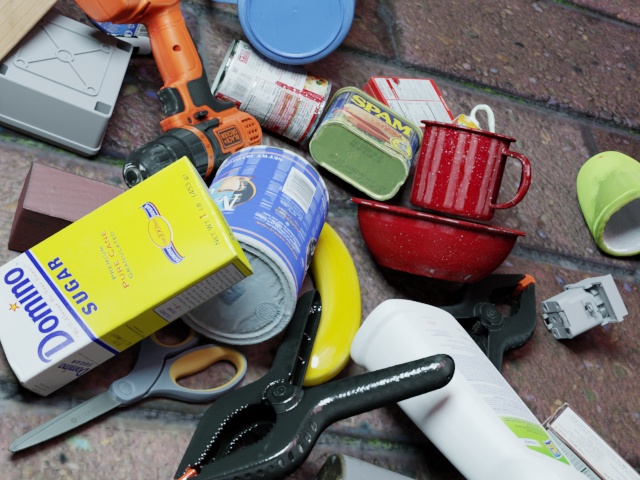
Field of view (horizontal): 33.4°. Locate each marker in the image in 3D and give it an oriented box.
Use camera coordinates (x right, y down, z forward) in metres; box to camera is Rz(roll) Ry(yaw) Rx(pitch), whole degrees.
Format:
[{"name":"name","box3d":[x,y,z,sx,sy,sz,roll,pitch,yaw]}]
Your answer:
[{"name":"marker","box3d":[-0.193,-0.188,1.018,0.120,0.020,0.020,-3,54,-34]}]

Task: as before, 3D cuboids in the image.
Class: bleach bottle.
[{"name":"bleach bottle","box3d":[0.126,0.148,0.799,0.102,0.068,0.251,14,26,-42]}]

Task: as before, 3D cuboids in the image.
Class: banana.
[{"name":"banana","box3d":[0.003,0.052,0.908,0.069,0.037,0.197,22,43,-13]}]

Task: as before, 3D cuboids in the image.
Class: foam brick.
[{"name":"foam brick","box3d":[-0.197,-0.018,0.836,0.078,0.053,0.051,18,45,-18]}]

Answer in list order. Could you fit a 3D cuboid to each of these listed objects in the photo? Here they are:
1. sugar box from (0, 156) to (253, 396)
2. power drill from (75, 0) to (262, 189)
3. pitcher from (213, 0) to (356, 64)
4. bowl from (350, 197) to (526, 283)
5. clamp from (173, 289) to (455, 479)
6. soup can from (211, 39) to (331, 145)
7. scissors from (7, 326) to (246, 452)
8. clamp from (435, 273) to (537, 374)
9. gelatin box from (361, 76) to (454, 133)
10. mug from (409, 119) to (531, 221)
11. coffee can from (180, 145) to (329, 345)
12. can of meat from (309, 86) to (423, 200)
[{"name":"sugar box","box3d":[-0.146,0.026,0.755,0.176,0.048,0.093,-30,64,0]},{"name":"power drill","box3d":[-0.138,-0.136,0.918,0.184,0.057,0.187,-32,100,-61]},{"name":"pitcher","box3d":[-0.031,-0.264,1.070,0.145,0.149,0.242,36,24,-17]},{"name":"bowl","box3d":[0.101,0.003,0.965,0.162,0.055,0.162,11,3,-1]},{"name":"clamp","box3d":[-0.027,0.117,0.789,0.209,0.036,0.165,-34,35,-19]},{"name":"soup can","box3d":[-0.050,-0.143,1.031,0.102,0.069,0.068,23,43,-11]},{"name":"scissors","box3d":[-0.147,0.095,0.791,0.201,0.016,0.096,-7,54,-36]},{"name":"clamp","box3d":[0.138,0.073,0.973,0.120,0.039,0.171,41,43,3]},{"name":"gelatin box","box3d":[0.095,-0.139,1.145,0.089,0.030,0.073,-4,55,-34]},{"name":"mug","box3d":[0.142,-0.063,1.006,0.117,0.081,0.093,14,5,27]},{"name":"coffee can","box3d":[-0.056,0.001,0.857,0.102,0.103,0.140,28,35,-6]},{"name":"can of meat","box3d":[0.044,-0.094,1.040,0.102,0.058,0.083,31,31,-4]}]
